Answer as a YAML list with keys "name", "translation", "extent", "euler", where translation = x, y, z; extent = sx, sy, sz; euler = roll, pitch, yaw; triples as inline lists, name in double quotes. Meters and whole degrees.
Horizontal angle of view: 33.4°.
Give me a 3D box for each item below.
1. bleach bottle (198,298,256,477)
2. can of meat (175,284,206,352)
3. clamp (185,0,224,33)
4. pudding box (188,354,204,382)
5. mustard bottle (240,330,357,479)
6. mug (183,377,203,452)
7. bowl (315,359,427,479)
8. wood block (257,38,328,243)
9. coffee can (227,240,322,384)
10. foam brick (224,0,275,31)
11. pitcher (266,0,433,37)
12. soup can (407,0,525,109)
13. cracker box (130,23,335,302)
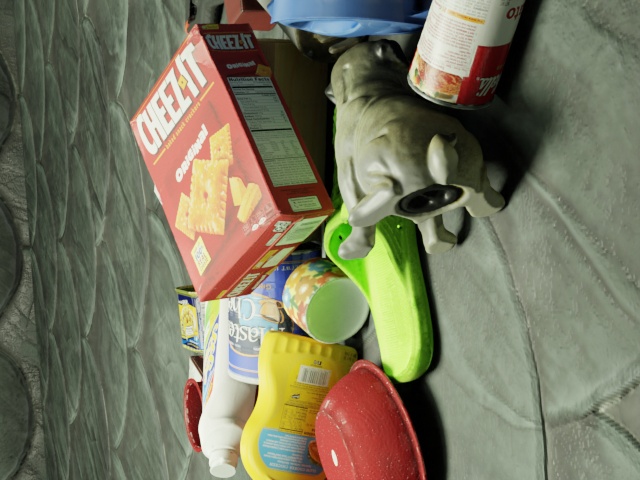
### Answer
- name: "bleach bottle"
  translation: [-0.101, 0.148, 1.218]
  extent: [0.103, 0.068, 0.251]
  euler: [119, 158, -44]
- name: "can of meat"
  translation: [-0.157, 0.105, 1.446]
  extent: [0.102, 0.057, 0.084]
  euler: [-177, 81, -67]
- name: "clamp"
  translation: [-0.149, -0.333, 1.382]
  extent: [0.172, 0.039, 0.120]
  euler: [143, 122, -63]
- name: "pudding box"
  translation: [-0.152, 0.221, 1.477]
  extent: [0.114, 0.039, 0.090]
  euler: [-135, 46, -59]
- name: "mustard bottle"
  translation: [-0.028, 0.191, 1.061]
  extent: [0.058, 0.096, 0.191]
  euler: [-178, 101, -68]
- name: "mug"
  translation: [-0.117, 0.218, 1.341]
  extent: [0.117, 0.081, 0.093]
  euler: [-157, 65, -64]
- name: "bowl"
  translation: [0.038, 0.194, 0.983]
  extent: [0.162, 0.055, 0.162]
  euler: [166, 90, -71]
- name: "wood block"
  translation: [-0.054, -0.103, 1.104]
  extent: [0.091, 0.090, 0.206]
  euler: [11, 106, 37]
- name: "coffee can"
  translation: [-0.048, 0.073, 1.135]
  extent: [0.103, 0.102, 0.140]
  euler: [-161, 69, -65]
- name: "foam brick"
  translation: [-0.078, -0.283, 1.210]
  extent: [0.051, 0.052, 0.078]
  euler: [143, 121, -62]
- name: "pitcher"
  translation: [0.038, -0.290, 0.874]
  extent: [0.145, 0.149, 0.243]
  euler: [-143, 55, -79]
- name: "soup can"
  translation: [0.109, -0.157, 0.785]
  extent: [0.068, 0.068, 0.102]
  euler: [-121, 36, -46]
- name: "cracker box"
  translation: [-0.093, -0.073, 1.017]
  extent: [0.164, 0.071, 0.214]
  euler: [-44, 63, 44]
